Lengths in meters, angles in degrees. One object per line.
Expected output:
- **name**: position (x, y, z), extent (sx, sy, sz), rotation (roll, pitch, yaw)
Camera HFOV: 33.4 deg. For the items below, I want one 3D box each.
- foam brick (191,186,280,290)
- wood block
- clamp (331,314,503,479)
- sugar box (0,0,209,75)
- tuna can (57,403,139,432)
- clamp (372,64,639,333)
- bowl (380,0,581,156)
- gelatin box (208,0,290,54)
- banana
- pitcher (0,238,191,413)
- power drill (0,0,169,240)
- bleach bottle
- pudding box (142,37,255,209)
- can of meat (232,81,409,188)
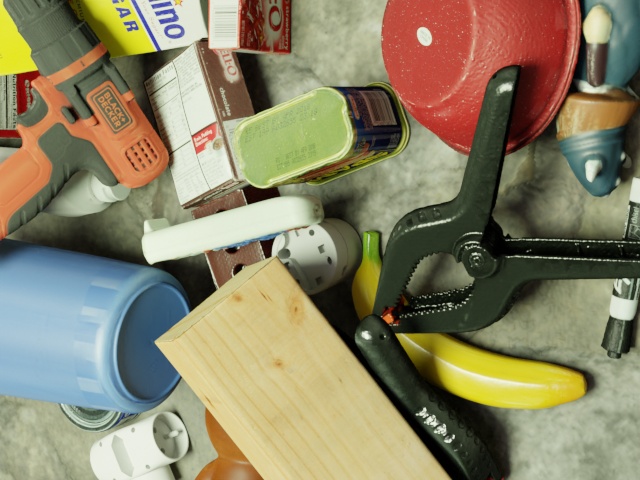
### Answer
- **foam brick**: position (-0.055, 0.001, 0.826), extent (0.053, 0.051, 0.078), rotation (-22, 85, 30)
- **wood block**: position (-0.011, 0.122, 0.734), extent (0.206, 0.090, 0.091), rotation (52, 163, -5)
- **clamp**: position (0.066, 0.114, 0.742), extent (0.171, 0.120, 0.039), rotation (43, 78, 2)
- **sugar box**: position (-0.175, -0.188, 0.826), extent (0.176, 0.048, 0.093), rotation (-7, 116, 12)
- **tuna can**: position (-0.193, 0.123, 0.932), extent (0.086, 0.033, 0.086), rotation (4, 99, 29)
- **clamp**: position (0.102, -0.006, 0.687), extent (0.210, 0.036, 0.164), rotation (-30, 103, 36)
- **bowl**: position (0.088, -0.132, 0.690), extent (0.162, 0.055, 0.162), rotation (11, 103, 54)
- **gelatin box**: position (-0.050, -0.184, 0.787), extent (0.030, 0.073, 0.089), rotation (6, 99, 28)
- **banana**: position (0.091, 0.072, 0.760), extent (0.198, 0.037, 0.070), rotation (35, 114, 22)
- **pitcher**: position (-0.218, 0.062, 0.846), extent (0.243, 0.149, 0.145), rotation (6, 141, 30)
- **power drill**: position (-0.228, -0.081, 0.787), extent (0.184, 0.187, 0.057), rotation (57, 166, -20)
- **bleach bottle**: position (-0.274, -0.052, 0.916), extent (0.251, 0.102, 0.068), rotation (2, 84, 30)
- **pudding box**: position (-0.089, -0.089, 0.827), extent (0.090, 0.039, 0.113), rotation (-21, 84, 53)
- **can of meat**: position (0.000, -0.075, 0.766), extent (0.102, 0.083, 0.057), rotation (-19, 87, 30)
